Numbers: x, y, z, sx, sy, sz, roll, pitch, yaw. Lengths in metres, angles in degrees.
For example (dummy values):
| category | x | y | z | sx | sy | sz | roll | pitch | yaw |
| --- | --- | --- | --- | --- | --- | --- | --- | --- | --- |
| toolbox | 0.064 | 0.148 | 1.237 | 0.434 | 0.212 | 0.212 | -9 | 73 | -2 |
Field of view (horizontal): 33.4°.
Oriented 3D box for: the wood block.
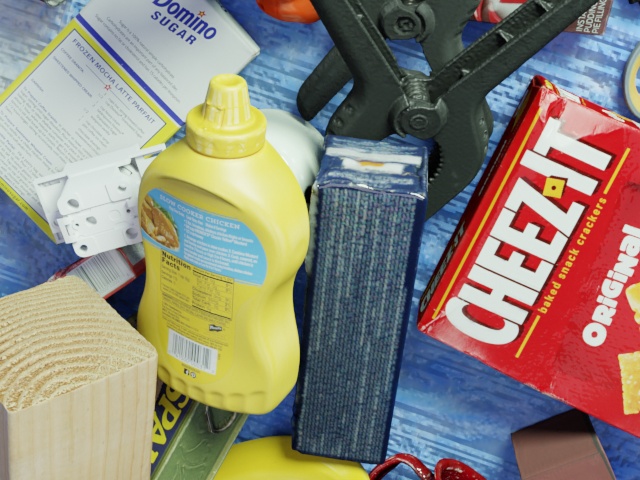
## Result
| category | x | y | z | sx | sy | sz | roll | pitch | yaw |
| --- | --- | --- | --- | --- | --- | --- | --- | --- | --- |
| wood block | -0.160 | 0.138 | 0.625 | 0.091 | 0.090 | 0.206 | 36 | 131 | 37 |

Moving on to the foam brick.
| category | x | y | z | sx | sy | sz | roll | pitch | yaw |
| --- | --- | --- | --- | --- | --- | --- | --- | --- | --- |
| foam brick | 0.154 | 0.146 | 0.659 | 0.051 | 0.078 | 0.053 | -23 | 98 | 9 |

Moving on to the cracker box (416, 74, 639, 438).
| category | x | y | z | sx | sy | sz | roll | pitch | yaw |
| --- | --- | --- | --- | --- | --- | --- | --- | --- | --- |
| cracker box | 0.187 | 0.023 | 0.632 | 0.213 | 0.072 | 0.164 | 26 | 104 | 1 |

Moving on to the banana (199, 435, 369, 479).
| category | x | y | z | sx | sy | sz | roll | pitch | yaw |
| --- | --- | --- | --- | --- | --- | --- | --- | --- | --- |
| banana | -0.051 | 0.163 | 0.696 | 0.198 | 0.069 | 0.037 | -11 | 134 | 19 |

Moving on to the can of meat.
| category | x | y | z | sx | sy | sz | roll | pitch | yaw |
| --- | --- | --- | --- | --- | --- | --- | --- | --- | --- |
| can of meat | -0.099 | 0.105 | 0.677 | 0.084 | 0.057 | 0.102 | 37 | 105 | 32 |

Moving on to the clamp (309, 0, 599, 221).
| category | x | y | z | sx | sy | sz | roll | pitch | yaw |
| --- | --- | --- | --- | --- | --- | --- | --- | --- | --- |
| clamp | 0.045 | -0.082 | 0.594 | 0.164 | 0.036 | 0.210 | 11 | 134 | -10 |

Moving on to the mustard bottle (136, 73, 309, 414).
| category | x | y | z | sx | sy | sz | roll | pitch | yaw |
| --- | --- | --- | --- | --- | --- | --- | --- | --- | --- |
| mustard bottle | -0.054 | 0.000 | 0.575 | 0.096 | 0.058 | 0.192 | 22 | 128 | 23 |

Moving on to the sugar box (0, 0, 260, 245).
| category | x | y | z | sx | sy | sz | roll | pitch | yaw |
| --- | --- | --- | --- | --- | --- | --- | --- | --- | --- |
| sugar box | -0.130 | -0.091 | 0.661 | 0.176 | 0.048 | 0.093 | -41 | 99 | 10 |

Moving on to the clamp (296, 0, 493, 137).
| category | x | y | z | sx | sy | sz | roll | pitch | yaw |
| --- | --- | --- | --- | --- | --- | --- | --- | --- | --- |
| clamp | 0.059 | -0.123 | 0.608 | 0.120 | 0.039 | 0.172 | 12 | 135 | -5 |

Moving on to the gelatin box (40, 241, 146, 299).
| category | x | y | z | sx | sy | sz | roll | pitch | yaw |
| --- | --- | --- | --- | --- | --- | --- | --- | --- | --- |
| gelatin box | -0.147 | 0.026 | 0.673 | 0.089 | 0.073 | 0.030 | -33 | 95 | 13 |
